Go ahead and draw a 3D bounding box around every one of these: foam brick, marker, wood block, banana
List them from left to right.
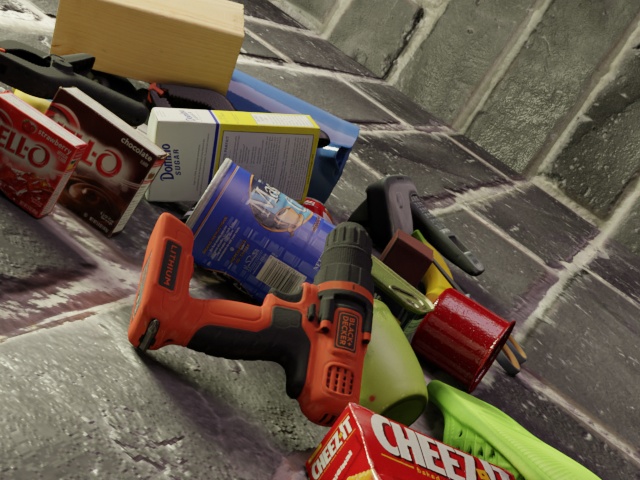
[{"bbox_3d":[-0.199,-0.243,1.236,0.206,0.091,0.090,12,36,-14],"label":"wood block"},{"bbox_3d":[-0.130,-0.027,1.115,0.020,0.020,0.121,32,15,-3],"label":"marker"},{"bbox_3d":[0.093,0.035,1.261,0.051,0.078,0.053,31,15,-1],"label":"foam brick"},{"bbox_3d":[0.143,0.057,1.356,0.069,0.037,0.198,38,19,-18],"label":"banana"}]

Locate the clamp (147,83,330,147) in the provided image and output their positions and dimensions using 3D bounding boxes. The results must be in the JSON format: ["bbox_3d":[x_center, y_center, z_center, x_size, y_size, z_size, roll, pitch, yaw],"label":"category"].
[{"bbox_3d":[-0.102,-0.118,1.216,0.210,0.164,0.036,40,-28,8],"label":"clamp"}]

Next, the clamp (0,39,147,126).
[{"bbox_3d":[-0.247,-0.153,1.026,0.120,0.039,0.171,34,20,26],"label":"clamp"}]

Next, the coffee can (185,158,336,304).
[{"bbox_3d":[-0.057,0.001,1.018,0.140,0.103,0.102,32,16,-6],"label":"coffee can"}]

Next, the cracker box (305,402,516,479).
[{"bbox_3d":[0.092,0.215,0.721,0.164,0.072,0.214,27,16,-22],"label":"cracker box"}]

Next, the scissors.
[{"bbox_3d":[0.188,0.091,1.305,0.201,0.016,0.096,44,20,-17],"label":"scissors"}]

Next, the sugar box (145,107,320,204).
[{"bbox_3d":[-0.095,-0.088,1.123,0.176,0.093,0.048,2,27,-20],"label":"sugar box"}]

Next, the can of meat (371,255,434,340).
[{"bbox_3d":[0.046,0.070,1.048,0.102,0.084,0.057,39,16,19],"label":"can of meat"}]

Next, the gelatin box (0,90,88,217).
[{"bbox_3d":[-0.254,-0.074,0.909,0.089,0.073,0.030,34,15,3],"label":"gelatin box"}]

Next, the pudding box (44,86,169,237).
[{"bbox_3d":[-0.207,-0.072,0.966,0.113,0.090,0.039,34,15,3],"label":"pudding box"}]

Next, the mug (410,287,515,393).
[{"bbox_3d":[0.152,0.108,1.159,0.081,0.093,0.117,33,-16,15],"label":"mug"}]

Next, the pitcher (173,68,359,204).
[{"bbox_3d":[-0.084,-0.139,1.376,0.242,0.149,0.145,27,34,-9],"label":"pitcher"}]

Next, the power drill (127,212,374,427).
[{"bbox_3d":[-0.047,0.042,0.839,0.187,0.057,0.184,16,51,-12],"label":"power drill"}]
